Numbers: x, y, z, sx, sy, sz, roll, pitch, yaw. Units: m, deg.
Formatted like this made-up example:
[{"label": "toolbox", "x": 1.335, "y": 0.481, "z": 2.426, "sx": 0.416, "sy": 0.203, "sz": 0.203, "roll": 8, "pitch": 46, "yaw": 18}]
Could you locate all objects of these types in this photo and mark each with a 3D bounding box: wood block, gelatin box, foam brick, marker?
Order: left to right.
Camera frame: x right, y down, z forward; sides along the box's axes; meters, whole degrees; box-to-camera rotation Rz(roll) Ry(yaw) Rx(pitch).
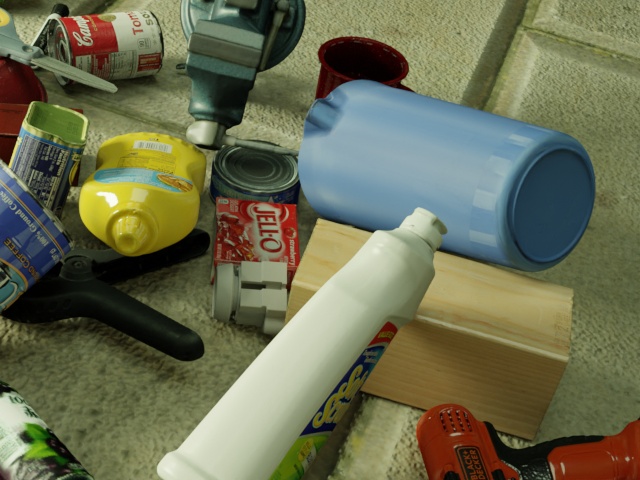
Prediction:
[{"label": "foam brick", "x": -0.253, "y": -0.086, "z": 0.960, "sx": 0.078, "sy": 0.051, "sz": 0.053, "roll": 3, "pitch": 39, "yaw": -11}, {"label": "marker", "x": -0.291, "y": -0.220, "z": 1.138, "sx": 0.020, "sy": 0.020, "sz": 0.121, "roll": 10, "pitch": 39, "yaw": -2}, {"label": "gelatin box", "x": -0.056, "y": 0.001, "z": 0.920, "sx": 0.073, "sy": 0.030, "sz": 0.089, "roll": 6, "pitch": 39, "yaw": -8}, {"label": "wood block", "x": 0.081, "y": 0.067, "z": 0.827, "sx": 0.206, "sy": 0.091, "sz": 0.090, "roll": 15, "pitch": 38, "yaw": 5}]

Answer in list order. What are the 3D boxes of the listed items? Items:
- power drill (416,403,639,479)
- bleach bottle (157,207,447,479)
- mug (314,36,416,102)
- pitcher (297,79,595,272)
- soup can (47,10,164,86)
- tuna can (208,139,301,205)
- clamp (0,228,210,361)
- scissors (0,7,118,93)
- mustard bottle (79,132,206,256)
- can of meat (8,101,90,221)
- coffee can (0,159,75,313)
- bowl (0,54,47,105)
[{"label": "power drill", "x": 0.170, "y": 0.186, "z": 0.731, "sx": 0.187, "sy": 0.057, "sz": 0.184, "roll": 1, "pitch": 40, "yaw": -13}, {"label": "bleach bottle", "x": 0.002, "y": 0.077, "z": 0.704, "sx": 0.068, "sy": 0.102, "sz": 0.250, "roll": 32, "pitch": 73, "yaw": 21}, {"label": "mug", "x": 0.047, "y": -0.145, "z": 1.083, "sx": 0.117, "sy": 0.082, "sz": 0.093, "roll": 23, "pitch": 40, "yaw": 14}, {"label": "pitcher", "x": 0.108, "y": -0.049, "z": 0.888, "sx": 0.149, "sy": 0.145, "sz": 0.243, "roll": -19, "pitch": 24, "yaw": -32}, {"label": "soup can", "x": -0.219, "y": -0.198, "z": 1.091, "sx": 0.102, "sy": 0.069, "sz": 0.069, "roll": -12, "pitch": 45, "yaw": -28}, {"label": "tuna can", "x": -0.060, "y": -0.057, "z": 0.987, "sx": 0.086, "sy": 0.034, "sz": 0.086, "roll": 7, "pitch": 39, "yaw": -6}, {"label": "clamp", "x": -0.184, "y": 0.038, "z": 0.832, "sx": 0.209, "sy": 0.036, "sz": 0.164, "roll": 1, "pitch": 31, "yaw": -12}, {"label": "scissors", "x": -0.276, "y": -0.187, "z": 1.015, "sx": 0.202, "sy": 0.016, "sz": 0.096, "roll": 13, "pitch": 38, "yaw": 1}, {"label": "mustard bottle", "x": -0.147, "y": -0.035, "z": 0.878, "sx": 0.096, "sy": 0.058, "sz": 0.191, "roll": 8, "pitch": 22, "yaw": -6}, {"label": "can of meat", "x": -0.230, "y": -0.062, "z": 0.883, "sx": 0.057, "sy": 0.084, "sz": 0.102, "roll": 18, "pitch": 17, "yaw": -16}, {"label": "coffee can", "x": -0.260, "y": 0.015, "z": 0.752, "sx": 0.103, "sy": 0.103, "sz": 0.140, "roll": 37, "pitch": 72, "yaw": 27}, {"label": "bowl", "x": -0.344, "y": -0.160, "z": 1.023, "sx": 0.162, "sy": 0.055, "sz": 0.162, "roll": 7, "pitch": 39, "yaw": -6}]
